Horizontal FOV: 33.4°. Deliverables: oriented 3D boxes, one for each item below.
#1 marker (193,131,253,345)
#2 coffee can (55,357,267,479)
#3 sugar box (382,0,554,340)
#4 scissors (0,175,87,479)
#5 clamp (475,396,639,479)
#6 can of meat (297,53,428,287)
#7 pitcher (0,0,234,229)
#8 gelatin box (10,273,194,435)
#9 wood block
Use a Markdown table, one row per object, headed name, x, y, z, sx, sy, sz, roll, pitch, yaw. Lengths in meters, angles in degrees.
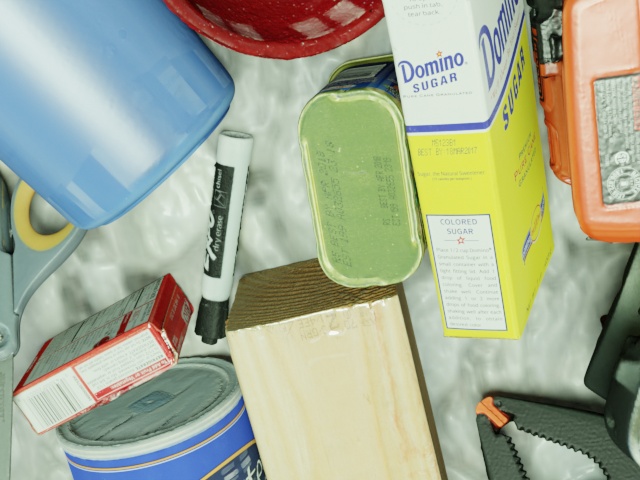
| name | x | y | z | sx | sy | sz | roll | pitch | yaw |
| --- | --- | --- | --- | --- | --- | --- | --- | --- | --- |
| marker | -0.054 | 0.001 | 0.587 | 0.020 | 0.020 | 0.121 | 9 | 107 | -2 |
| coffee can | -0.076 | 0.149 | 0.589 | 0.103 | 0.103 | 0.140 | -12 | 106 | 5 |
| sugar box | 0.076 | -0.050 | 0.512 | 0.048 | 0.093 | 0.176 | 2 | 122 | 23 |
| scissors | -0.148 | 0.038 | 0.549 | 0.096 | 0.016 | 0.202 | -20 | 71 | -3 |
| clamp | 0.159 | 0.170 | 0.577 | 0.210 | 0.036 | 0.164 | 37 | 87 | 17 |
| can of meat | 0.027 | -0.036 | 0.536 | 0.057 | 0.083 | 0.102 | -5 | 107 | 16 |
| pitcher | -0.149 | -0.131 | 0.501 | 0.149 | 0.145 | 0.242 | -36 | 107 | 23 |
| gelatin box | -0.115 | 0.061 | 0.579 | 0.089 | 0.073 | 0.030 | -28 | 106 | 8 |
| wood block | 0.020 | 0.118 | 0.584 | 0.090 | 0.091 | 0.206 | -12 | 107 | 5 |
